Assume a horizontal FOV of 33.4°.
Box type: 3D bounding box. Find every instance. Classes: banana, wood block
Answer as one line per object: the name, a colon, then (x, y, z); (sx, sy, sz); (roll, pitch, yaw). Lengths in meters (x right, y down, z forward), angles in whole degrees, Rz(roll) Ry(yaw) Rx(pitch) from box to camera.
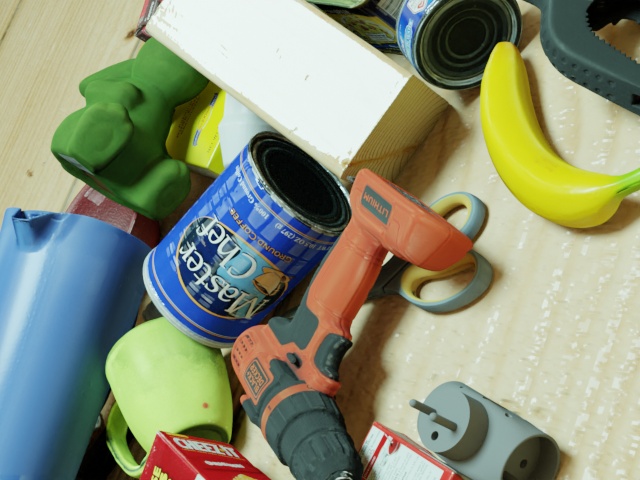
banana: (0.142, -0.062, 0.688); (0.070, 0.037, 0.198); (-43, 38, 10)
wood block: (-0.019, -0.131, 0.807); (0.206, 0.090, 0.090); (39, 98, 23)

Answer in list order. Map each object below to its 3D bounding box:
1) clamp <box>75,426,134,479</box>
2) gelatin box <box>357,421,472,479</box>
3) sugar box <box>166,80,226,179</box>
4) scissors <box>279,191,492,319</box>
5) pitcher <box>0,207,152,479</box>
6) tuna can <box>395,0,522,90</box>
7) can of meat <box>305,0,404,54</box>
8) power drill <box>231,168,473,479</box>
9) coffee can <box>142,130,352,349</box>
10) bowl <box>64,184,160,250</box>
clamp: (-0.197, 0.203, 0.917); (0.172, 0.039, 0.120); (-32, 32, 30)
gelatin box: (0.048, 0.160, 0.648); (0.089, 0.030, 0.073); (22, 84, 57)
sugar box: (-0.117, -0.113, 1.035); (0.176, 0.048, 0.093); (17, 81, 53)
scissors: (0.046, 0.015, 0.768); (0.202, 0.016, 0.096); (-4, 61, 50)
pitcher: (-0.225, 0.106, 0.874); (0.145, 0.149, 0.242); (-23, 49, 61)
tuna can: (0.099, -0.151, 0.760); (0.086, 0.086, 0.034); (-47, 39, 18)
can of meat: (0.047, -0.192, 0.856); (0.102, 0.083, 0.057); (25, 86, 55)
power drill: (0.018, 0.057, 0.699); (0.188, 0.057, 0.185); (-56, 31, 8)
coffee can: (-0.055, 0.001, 0.819); (0.140, 0.102, 0.103); (-46, 37, 27)
bowl: (-0.207, 0.005, 1.054); (0.162, 0.055, 0.162); (-31, 44, 35)
